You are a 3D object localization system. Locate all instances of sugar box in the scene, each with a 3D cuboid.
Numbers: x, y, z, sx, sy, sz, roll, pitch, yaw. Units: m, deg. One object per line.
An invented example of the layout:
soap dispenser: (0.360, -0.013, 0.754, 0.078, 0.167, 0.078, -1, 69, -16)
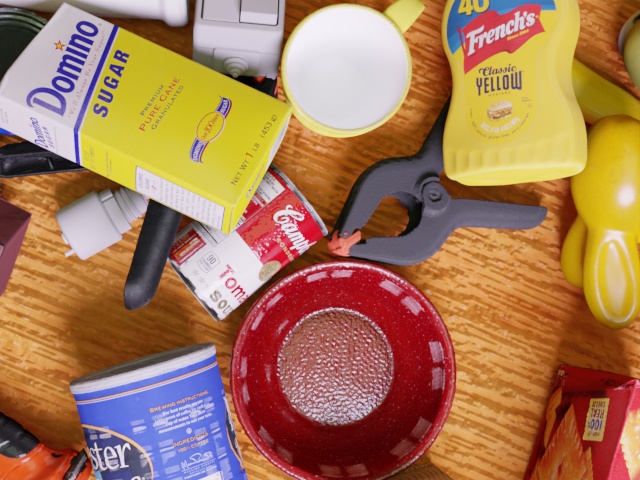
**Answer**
sugar box: (-0.117, -0.083, 0.711, 0.176, 0.048, 0.093, 26, 60, 2)

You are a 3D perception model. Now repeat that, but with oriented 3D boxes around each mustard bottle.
mustard bottle: (0.133, -0.138, 0.747, 0.096, 0.058, 0.191, -5, 81, 31)

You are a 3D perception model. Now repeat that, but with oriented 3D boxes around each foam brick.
foam brick: (-0.242, 0.010, 0.737, 0.053, 0.051, 0.078, 26, 121, -5)

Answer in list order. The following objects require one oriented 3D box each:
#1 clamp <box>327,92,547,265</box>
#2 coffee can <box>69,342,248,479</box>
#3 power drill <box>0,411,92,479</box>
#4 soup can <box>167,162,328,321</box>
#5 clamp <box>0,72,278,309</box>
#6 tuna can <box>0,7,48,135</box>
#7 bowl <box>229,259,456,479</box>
clamp: (0.077, -0.043, 0.782, 0.171, 0.039, 0.120, -20, 82, -22)
coffee can: (-0.106, 0.151, 0.738, 0.102, 0.103, 0.140, -15, 90, -6)
power drill: (-0.269, 0.155, 0.734, 0.187, 0.057, 0.184, 38, 105, -8)
soup can: (-0.055, 0.001, 0.763, 0.102, 0.068, 0.068, -39, 92, -6)
clamp: (-0.117, -0.066, 0.755, 0.165, 0.036, 0.209, 35, 64, 19)
tuna can: (-0.217, -0.118, 0.751, 0.086, 0.034, 0.086, 10, 67, -26)
bowl: (0.014, 0.094, 0.774, 0.162, 0.055, 0.162, 0, 88, -5)
